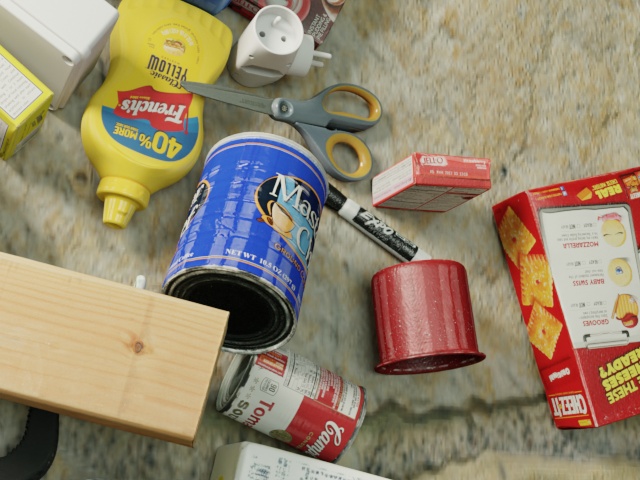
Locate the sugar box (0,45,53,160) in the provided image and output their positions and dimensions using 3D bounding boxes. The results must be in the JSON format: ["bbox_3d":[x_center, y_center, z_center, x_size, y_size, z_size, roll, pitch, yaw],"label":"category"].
[{"bbox_3d":[-0.282,-0.142,0.793,0.176,0.093,0.048,45,66,-7],"label":"sugar box"}]

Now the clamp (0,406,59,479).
[{"bbox_3d":[-0.246,0.173,0.763,0.164,0.036,0.209,41,68,-6],"label":"clamp"}]

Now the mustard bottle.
[{"bbox_3d":[-0.139,-0.100,0.858,0.096,0.058,0.191,21,71,-21],"label":"mustard bottle"}]

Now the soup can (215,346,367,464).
[{"bbox_3d":[-0.023,0.126,0.844,0.102,0.069,0.068,28,69,-13],"label":"soup can"}]

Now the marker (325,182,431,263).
[{"bbox_3d":[0.044,-0.012,0.930,0.121,0.020,0.020,36,68,-10],"label":"marker"}]

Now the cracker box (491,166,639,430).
[{"bbox_3d":[0.266,0.048,0.974,0.164,0.072,0.214,-12,83,-23],"label":"cracker box"}]

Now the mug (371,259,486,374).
[{"bbox_3d":[0.094,0.066,0.900,0.117,0.093,0.081,14,65,-50],"label":"mug"}]

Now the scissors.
[{"bbox_3d":[-0.024,-0.091,0.899,0.201,0.016,0.096,-9,89,-37],"label":"scissors"}]

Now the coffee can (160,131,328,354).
[{"bbox_3d":[-0.055,0.001,0.819,0.102,0.103,0.140,25,48,-14],"label":"coffee can"}]

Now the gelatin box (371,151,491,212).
[{"bbox_3d":[0.094,-0.050,0.919,0.073,0.089,0.030,3,77,-21],"label":"gelatin box"}]

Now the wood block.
[{"bbox_3d":[-0.174,0.072,0.731,0.206,0.090,0.091,15,75,-2],"label":"wood block"}]

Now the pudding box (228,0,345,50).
[{"bbox_3d":[-0.019,-0.234,0.946,0.090,0.039,0.113,30,69,-12],"label":"pudding box"}]
